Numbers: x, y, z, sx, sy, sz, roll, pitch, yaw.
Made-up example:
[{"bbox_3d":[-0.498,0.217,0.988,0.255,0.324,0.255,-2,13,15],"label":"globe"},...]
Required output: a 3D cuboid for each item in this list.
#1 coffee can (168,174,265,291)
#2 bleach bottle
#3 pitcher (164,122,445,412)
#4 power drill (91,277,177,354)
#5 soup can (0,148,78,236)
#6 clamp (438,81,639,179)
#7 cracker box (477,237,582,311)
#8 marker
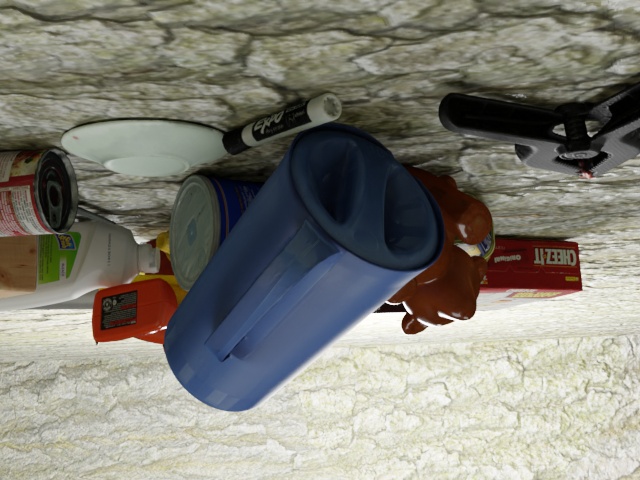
[{"bbox_3d":[-0.053,-0.003,0.965,0.140,0.103,0.103,4,169,-29],"label":"coffee can"},{"bbox_3d":[-0.295,0.030,1.117,0.251,0.102,0.068,-1,171,0],"label":"bleach bottle"},{"bbox_3d":[-0.030,0.037,0.822,0.149,0.145,0.243,13,137,-31],"label":"pitcher"},{"bbox_3d":[-0.132,0.089,1.125,0.185,0.057,0.187,-15,157,30],"label":"power drill"},{"bbox_3d":[-0.254,-0.036,0.848,0.102,0.068,0.068,-4,170,14],"label":"soup can"},{"bbox_3d":[0.172,-0.078,0.758,0.165,0.036,0.210,-4,170,10],"label":"clamp"},{"bbox_3d":[0.209,0.046,1.382,0.164,0.072,0.214,2,169,-20],"label":"cracker box"},{"bbox_3d":[-0.031,-0.081,0.760,0.020,0.020,0.121,7,167,-40],"label":"marker"}]
